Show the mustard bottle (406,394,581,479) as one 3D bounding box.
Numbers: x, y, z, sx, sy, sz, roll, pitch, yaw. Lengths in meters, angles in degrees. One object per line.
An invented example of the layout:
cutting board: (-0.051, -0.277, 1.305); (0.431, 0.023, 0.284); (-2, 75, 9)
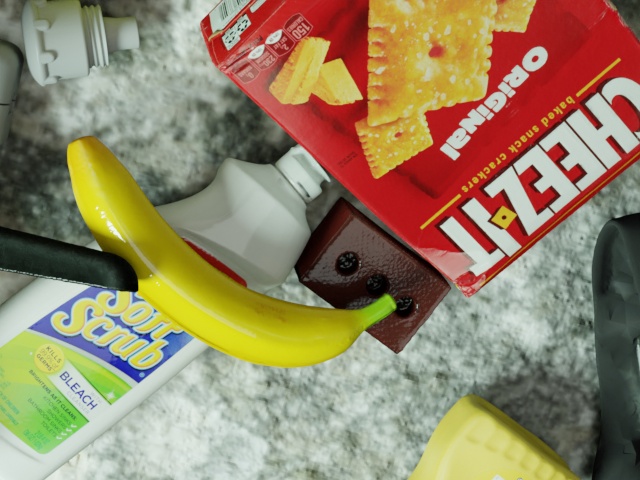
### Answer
mustard bottle: (0.072, 0.197, 0.679); (0.096, 0.058, 0.192); (37, 96, -18)

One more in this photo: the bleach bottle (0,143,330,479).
bleach bottle: (-0.104, 0.029, 0.616); (0.251, 0.068, 0.102); (-40, 104, 0)

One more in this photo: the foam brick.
foam brick: (0.029, 0.020, 0.635); (0.078, 0.051, 0.053); (36, 96, -14)

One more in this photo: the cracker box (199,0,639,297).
cracker box: (0.069, -0.090, 0.565); (0.164, 0.072, 0.213); (-41, 121, 14)

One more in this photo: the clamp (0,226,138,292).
clamp: (-0.217, 0.017, 0.566); (0.210, 0.036, 0.164); (40, 95, 13)

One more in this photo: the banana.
banana: (-0.058, 0.019, 0.574); (0.197, 0.037, 0.069); (29, 74, -13)
